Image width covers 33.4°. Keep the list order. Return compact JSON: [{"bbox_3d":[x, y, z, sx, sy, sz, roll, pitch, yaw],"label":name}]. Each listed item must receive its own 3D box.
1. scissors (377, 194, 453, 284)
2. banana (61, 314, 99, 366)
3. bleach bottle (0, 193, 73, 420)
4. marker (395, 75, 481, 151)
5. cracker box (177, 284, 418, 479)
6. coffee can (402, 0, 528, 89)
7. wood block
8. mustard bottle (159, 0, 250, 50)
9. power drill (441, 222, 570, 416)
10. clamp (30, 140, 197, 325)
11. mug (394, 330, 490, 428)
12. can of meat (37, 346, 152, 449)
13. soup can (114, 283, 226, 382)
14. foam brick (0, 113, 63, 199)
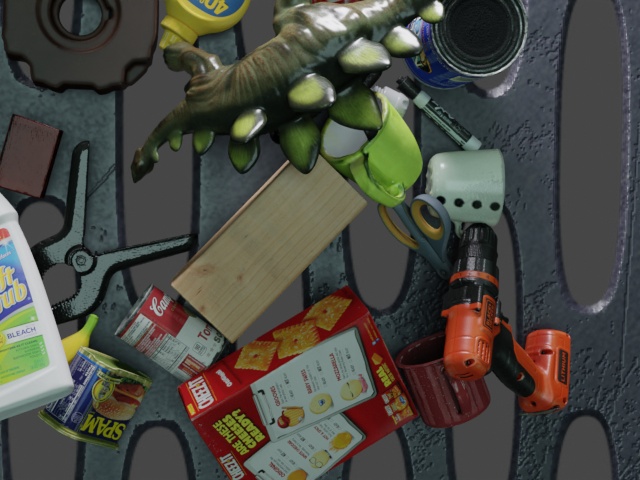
[{"bbox_3d":[0.145,0.021,1.188,0.201,0.096,0.016,45,56,-6],"label":"scissors"},{"bbox_3d":[-0.328,0.120,1.109,0.197,0.037,0.069,-4,78,-23],"label":"banana"},{"bbox_3d":[-0.333,0.049,1.071,0.102,0.068,0.251,-19,79,-17],"label":"bleach bottle"},{"bbox_3d":[0.132,-0.143,1.205,0.121,0.020,0.020,41,87,-8],"label":"marker"},{"bbox_3d":[-0.022,0.172,1.148,0.213,0.072,0.164,-30,123,-5],"label":"cracker box"},{"bbox_3d":[0.150,-0.219,1.142,0.102,0.140,0.103,0,93,-8],"label":"coffee can"},{"bbox_3d":[-0.057,0.002,1.150,0.090,0.091,0.206,44,86,-8],"label":"wood block"},{"bbox_3d":[-0.114,-0.282,1.143,0.096,0.058,0.191,33,88,-14],"label":"mustard bottle"},{"bbox_3d":[0.202,0.094,1.164,0.187,0.057,0.184,37,52,-34],"label":"power drill"},{"bbox_3d":[-0.260,0.009,1.147,0.210,0.036,0.164,-42,99,-2],"label":"clamp"},{"bbox_3d":[0.142,0.157,1.177,0.093,0.117,0.081,-23,101,-8],"label":"mug"},{"bbox_3d":[-0.235,0.167,1.131,0.058,0.102,0.084,26,85,32],"label":"can of meat"},{"bbox_3d":[-0.161,0.103,1.152,0.102,0.068,0.068,37,87,-9],"label":"soup can"},{"bbox_3d":[-0.308,-0.088,1.128,0.051,0.053,0.078,16,92,-9],"label":"foam brick"}]
